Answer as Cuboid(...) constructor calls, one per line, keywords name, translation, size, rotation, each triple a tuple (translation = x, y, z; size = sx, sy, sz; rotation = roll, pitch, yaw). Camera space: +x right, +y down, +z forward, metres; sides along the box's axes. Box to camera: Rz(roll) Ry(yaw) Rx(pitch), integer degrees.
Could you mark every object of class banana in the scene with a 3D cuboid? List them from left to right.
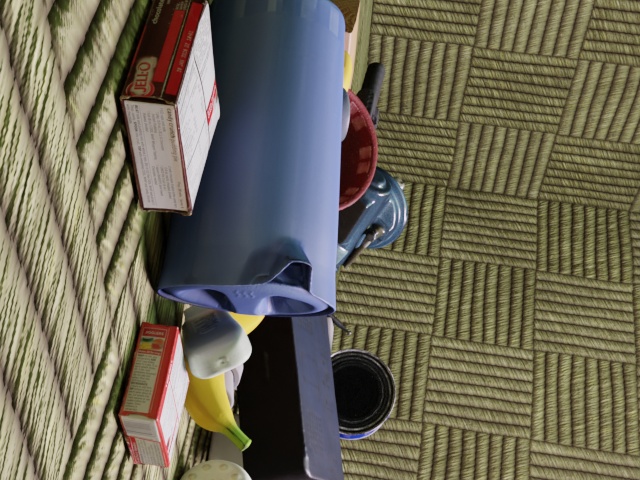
Cuboid(name="banana", translation=(-0.089, 0.107, 0.951), size=(0.037, 0.069, 0.197), rotation=(-43, -158, 27))

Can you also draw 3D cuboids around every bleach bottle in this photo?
Cuboid(name="bleach bottle", translation=(-0.090, 0.265, 1.277), size=(0.251, 0.068, 0.102), rotation=(91, 7, -78))

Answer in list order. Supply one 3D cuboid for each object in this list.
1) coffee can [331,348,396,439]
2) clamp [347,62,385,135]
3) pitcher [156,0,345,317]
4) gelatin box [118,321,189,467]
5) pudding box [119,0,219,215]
Cuboid(name="coffee can", translation=(0.039, 0.193, 1.323), size=(0.140, 0.103, 0.103), rotation=(87, 11, -77))
Cuboid(name="clamp", translation=(0.056, -0.151, 1.371), size=(0.171, 0.039, 0.120), rotation=(-64, 158, -62))
Cuboid(name="pitcher", translation=(-0.050, -0.064, 0.822), size=(0.145, 0.149, 0.243), rotation=(39, 55, -68))
Cuboid(name="gelatin box", translation=(-0.119, 0.112, 0.765), size=(0.089, 0.030, 0.073), rotation=(93, 5, -56))
Cuboid(name="pudding box", translation=(-0.093, -0.084, 0.675), size=(0.113, 0.039, 0.090), rotation=(89, 10, -55))
